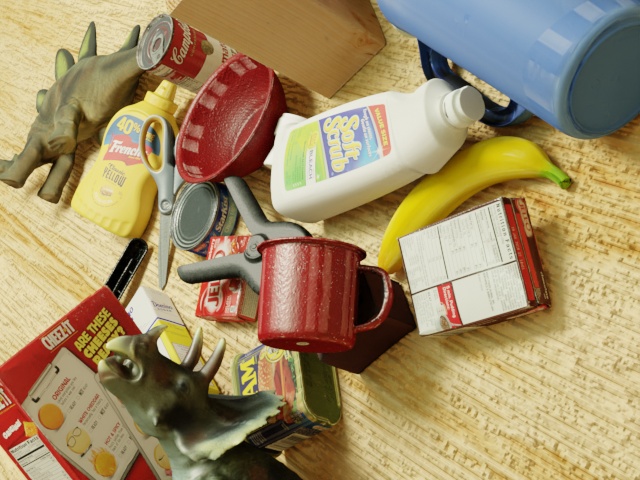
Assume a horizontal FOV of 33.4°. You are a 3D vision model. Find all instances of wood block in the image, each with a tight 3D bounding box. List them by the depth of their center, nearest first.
[{"bbox_3d":[-0.047,-0.233,1.040,0.091,0.205,0.090,-42,46,29],"label":"wood block"}]

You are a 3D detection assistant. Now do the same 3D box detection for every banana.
[{"bbox_3d":[0.116,-0.038,0.901,0.198,0.037,0.069,-30,52,37],"label":"banana"}]

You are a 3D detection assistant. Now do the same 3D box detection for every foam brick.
[{"bbox_3d":[0.035,0.071,0.934,0.078,0.051,0.053,-43,45,28],"label":"foam brick"}]

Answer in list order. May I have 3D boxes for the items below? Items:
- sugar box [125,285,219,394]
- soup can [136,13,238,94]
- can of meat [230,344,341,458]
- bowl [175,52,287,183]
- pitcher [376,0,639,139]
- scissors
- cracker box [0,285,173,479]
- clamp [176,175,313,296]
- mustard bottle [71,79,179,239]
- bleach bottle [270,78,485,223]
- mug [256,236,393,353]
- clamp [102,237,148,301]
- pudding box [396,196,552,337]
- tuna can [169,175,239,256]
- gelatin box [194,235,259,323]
[{"bbox_3d":[-0.175,0.137,1.150,0.093,0.048,0.176,-55,37,16],"label":"sugar box"},{"bbox_3d":[-0.151,-0.210,1.231,0.069,0.102,0.068,-23,57,41],"label":"soup can"},{"bbox_3d":[-0.031,0.137,0.977,0.084,0.057,0.102,-32,52,33],"label":"can of meat"},{"bbox_3d":[-0.086,-0.123,1.146,0.162,0.055,0.162,-31,44,35],"label":"bowl"},{"bbox_3d":[0.157,-0.172,0.858,0.145,0.149,0.243,-45,46,4],"label":"pitcher"},{"bbox_3d":[-0.160,-0.051,1.231,0.096,0.016,0.202,-13,83,11],"label":"scissors"},{"bbox_3d":[-0.199,0.175,0.989,0.072,0.213,0.164,-32,8,37],"label":"cracker box"},{"bbox_3d":[-0.057,0.001,1.053,0.172,0.039,0.120,14,84,30],"label":"clamp"},{"bbox_3d":[-0.222,-0.104,1.290,0.096,0.058,0.192,28,95,23],"label":"mustard bottle"},{"bbox_3d":[0.050,-0.090,0.948,0.251,0.068,0.102,-21,58,52],"label":"bleach bottle"},{"bbox_3d":[0.002,0.048,0.881,0.117,0.093,0.081,1,75,12],"label":"mug"},{"bbox_3d":[-0.270,0.110,1.239,0.210,0.036,0.164,-55,11,24],"label":"clamp"},{"bbox_3d":[0.121,0.024,0.851,0.114,0.039,0.090,-21,74,40],"label":"pudding box"},{"bbox_3d":[-0.128,-0.026,1.176,0.086,0.033,0.086,-23,57,41],"label":"tuna can"},{"bbox_3d":[-0.092,0.040,1.109,0.073,0.030,0.089,-3,71,48],"label":"gelatin box"}]
